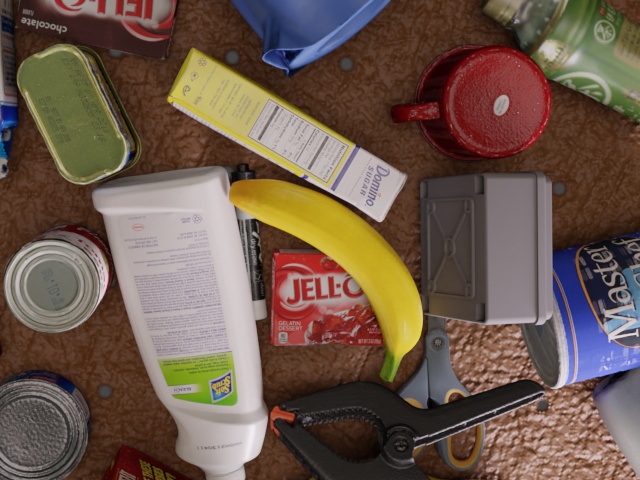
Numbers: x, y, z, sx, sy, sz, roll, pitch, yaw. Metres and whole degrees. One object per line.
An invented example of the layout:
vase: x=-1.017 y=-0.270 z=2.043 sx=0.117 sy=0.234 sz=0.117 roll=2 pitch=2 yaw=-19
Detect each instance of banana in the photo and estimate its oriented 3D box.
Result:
banana: x=0.018 y=0.016 z=0.791 sx=0.069 sy=0.037 sz=0.197 roll=-42 pitch=104 yaw=-9

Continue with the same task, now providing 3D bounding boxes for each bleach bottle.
bleach bottle: x=-0.099 y=0.074 z=0.809 sx=0.103 sy=0.068 sz=0.251 roll=-6 pitch=102 yaw=11

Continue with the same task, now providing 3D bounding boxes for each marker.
marker: x=-0.055 y=0.001 z=0.826 sx=0.020 sy=0.020 sz=0.121 roll=-5 pitch=97 yaw=-5

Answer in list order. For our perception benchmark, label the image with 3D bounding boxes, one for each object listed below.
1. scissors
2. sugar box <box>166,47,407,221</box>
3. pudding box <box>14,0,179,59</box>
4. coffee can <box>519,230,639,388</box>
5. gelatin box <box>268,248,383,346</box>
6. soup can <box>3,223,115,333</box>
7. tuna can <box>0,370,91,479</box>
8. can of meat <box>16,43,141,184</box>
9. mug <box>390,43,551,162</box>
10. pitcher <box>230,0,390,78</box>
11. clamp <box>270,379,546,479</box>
scissors: x=0.076 y=0.093 z=0.851 sx=0.096 sy=0.016 sz=0.202 roll=-17 pitch=98 yaw=-3
sugar box: x=-0.026 y=-0.078 z=0.783 sx=0.176 sy=0.093 sz=0.048 roll=27 pitch=93 yaw=-8
pudding box: x=-0.159 y=-0.187 z=0.785 sx=0.113 sy=0.039 sz=0.090 roll=11 pitch=95 yaw=-7
coffee can: x=0.230 y=0.047 z=0.816 sx=0.140 sy=0.103 sz=0.103 roll=-13 pitch=98 yaw=-4
gelatin box: x=0.006 y=0.044 z=0.831 sx=0.089 sy=0.030 sz=0.073 roll=1 pitch=96 yaw=-6
soup can: x=-0.188 y=0.026 z=0.775 sx=0.068 sy=0.102 sz=0.068 roll=-1 pitch=96 yaw=-5
tuna can: x=-0.220 y=0.144 z=0.821 sx=0.086 sy=0.034 sz=0.086 roll=-1 pitch=97 yaw=-5
can of meat: x=-0.174 y=-0.091 z=0.772 sx=0.057 sy=0.084 sz=0.102 roll=-25 pitch=98 yaw=-2
mug: x=0.111 y=-0.102 z=0.798 sx=0.117 sy=0.081 sz=0.093 roll=-5 pitch=97 yaw=-5
pitcher: x=-0.040 y=-0.251 z=0.753 sx=0.145 sy=0.149 sz=0.243 roll=-39 pitch=95 yaw=15
clamp: x=0.063 y=0.169 z=0.804 sx=0.210 sy=0.036 sz=0.164 roll=8 pitch=61 yaw=2
